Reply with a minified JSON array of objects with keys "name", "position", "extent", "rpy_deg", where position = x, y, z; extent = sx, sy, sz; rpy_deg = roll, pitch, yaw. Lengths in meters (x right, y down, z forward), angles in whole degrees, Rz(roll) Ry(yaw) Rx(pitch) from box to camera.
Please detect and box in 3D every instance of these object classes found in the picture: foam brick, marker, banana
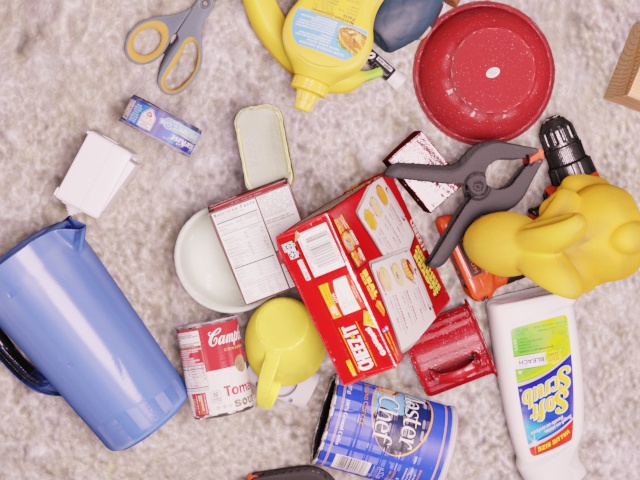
[{"name":"foam brick","position":[0.113,-0.076,1.180],"extent":[0.051,0.053,0.078],"rpy_deg":[-40,94,1]},{"name":"marker","position":[0.046,-0.214,1.184],"extent":[0.121,0.020,0.020],"rpy_deg":[42,92,-4]},{"name":"banana","position":[-0.026,-0.222,1.173],"extent":[0.198,0.037,0.069],"rpy_deg":[40,86,-4]}]

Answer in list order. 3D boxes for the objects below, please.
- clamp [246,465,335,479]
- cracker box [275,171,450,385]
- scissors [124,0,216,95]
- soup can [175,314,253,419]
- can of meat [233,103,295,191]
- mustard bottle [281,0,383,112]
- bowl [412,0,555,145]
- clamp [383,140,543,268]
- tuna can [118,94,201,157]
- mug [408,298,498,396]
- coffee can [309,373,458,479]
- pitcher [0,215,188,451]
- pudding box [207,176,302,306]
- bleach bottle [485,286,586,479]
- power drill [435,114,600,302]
[{"name":"clamp","position":[0.017,0.307,1.214],"extent":[0.210,0.036,0.164],"rpy_deg":[31,93,-4]},{"name":"cracker box","position":[0.049,0.033,1.105],"extent":[0.072,0.213,0.164],"rpy_deg":[-23,96,24]},{"name":"scissors","position":[-0.148,-0.260,1.175],"extent":[0.096,0.016,0.202],"rpy_deg":[20,93,-3]},{"name":"soup can","position":[-0.114,0.136,1.152],"extent":[0.068,0.068,0.102],"rpy_deg":[-11,89,-1]},{"name":"can of meat","position":[-0.061,-0.097,1.157],"extent":[0.057,0.084,0.102],"rpy_deg":[-11,95,-2]},{"name":"mustard bottle","position":[0.012,-0.227,1.126],"extent":[0.096,0.058,0.191],"rpy_deg":[20,90,2]},{"name":"bowl","position":[0.185,-0.185,1.174],"extent":[0.162,0.055,0.162],"rpy_deg":[0,95,-2]},{"name":"clamp","position":[0.162,-0.046,1.140],"extent":[0.171,0.039,0.120],"rpy_deg":[-17,101,-4]},{"name":"tuna can","position":[-0.172,-0.123,1.150],"extent":[0.086,0.086,0.034],"rpy_deg":[28,91,-4]},{"name":"mug","position":[0.142,0.126,1.168],"extent":[0.081,0.117,0.093],"rpy_deg":[-22,110,4]},{"name":"coffee can","position":[0.069,0.214,1.176],"extent":[0.140,0.103,0.103],"rpy_deg":[16,94,-3]},{"name":"pitcher","position":[-0.261,0.108,1.151],"extent":[0.144,0.149,0.243],"rpy_deg":[-39,99,-23]},{"name":"pudding box","position":[-0.057,0.001,1.113],"extent":[0.090,0.039,0.113],"rpy_deg":[-20,105,0]},{"name":"bleach bottle","position":[0.257,0.181,1.202],"extent":[0.102,0.068,0.251],"rpy_deg":[-13,97,-1]},{"name":"power drill","position":[0.228,-0.026,1.186],"extent":[0.187,0.057,0.184],"rpy_deg":[-23,92,1]}]
